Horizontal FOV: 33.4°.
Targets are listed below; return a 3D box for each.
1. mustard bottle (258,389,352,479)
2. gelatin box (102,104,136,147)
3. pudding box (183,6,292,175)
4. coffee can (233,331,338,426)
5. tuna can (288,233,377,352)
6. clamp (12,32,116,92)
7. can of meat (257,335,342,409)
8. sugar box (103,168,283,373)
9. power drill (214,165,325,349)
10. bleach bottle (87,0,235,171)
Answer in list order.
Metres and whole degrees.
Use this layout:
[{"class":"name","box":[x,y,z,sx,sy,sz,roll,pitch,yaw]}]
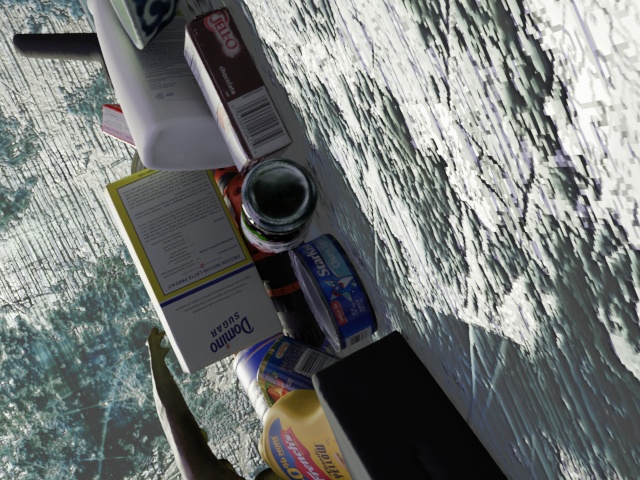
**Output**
[{"class":"mustard bottle","box":[0.004,0.167,0.877,0.192,0.058,0.096,-18,107,55]},{"class":"gelatin box","box":[-0.147,-0.105,0.976,0.089,0.073,0.030,24,115,48]},{"class":"pudding box","box":[-0.064,-0.110,0.805,0.090,0.039,0.113,159,87,-82]},{"class":"coffee can","box":[-0.013,0.163,1.072,0.140,0.102,0.103,59,170,30]},{"class":"tuna can","box":[0.010,0.039,0.803,0.086,0.033,0.086,62,171,16]},{"class":"clamp","box":[-0.191,-0.188,1.020,0.210,0.164,0.036,49,176,28]},{"class":"can of meat","box":[-0.004,0.137,0.965,0.084,0.057,0.102,21,152,22]},{"class":"sugar box","box":[-0.111,0.018,0.927,0.176,0.093,0.048,67,164,-1]},{"class":"power drill","box":[-0.057,0.001,1.025,0.188,0.057,0.184,40,151,63]},{"class":"bleach bottle","box":[-0.141,-0.173,0.940,0.068,0.102,0.251,112,143,-46]}]
